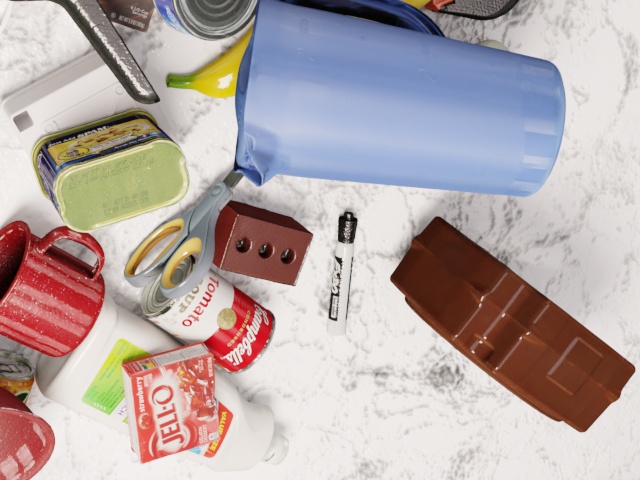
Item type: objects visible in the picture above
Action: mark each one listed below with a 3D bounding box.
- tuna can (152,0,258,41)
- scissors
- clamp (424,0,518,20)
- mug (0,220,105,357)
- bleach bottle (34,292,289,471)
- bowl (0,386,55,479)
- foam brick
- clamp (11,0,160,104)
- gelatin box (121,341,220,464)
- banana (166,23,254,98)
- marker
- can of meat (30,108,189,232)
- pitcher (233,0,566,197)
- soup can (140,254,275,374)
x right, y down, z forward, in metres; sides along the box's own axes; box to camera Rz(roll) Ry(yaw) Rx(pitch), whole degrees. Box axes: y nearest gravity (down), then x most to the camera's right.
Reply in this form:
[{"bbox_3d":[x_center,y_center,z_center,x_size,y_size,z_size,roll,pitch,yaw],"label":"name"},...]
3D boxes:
[{"bbox_3d":[-0.086,-0.198,0.823,0.085,0.034,0.086,-18,120,-33],"label":"tuna can"},{"bbox_3d":[-0.082,-0.025,0.898,0.202,0.096,0.016,-42,130,-1],"label":"scissors"},{"bbox_3d":[0.174,-0.242,0.952,0.171,0.039,0.120,-38,101,-3],"label":"clamp"},{"bbox_3d":[-0.220,0.035,0.854,0.081,0.093,0.117,33,110,-35],"label":"mug"},{"bbox_3d":[-0.124,0.140,0.958,0.250,0.068,0.102,32,95,-33],"label":"bleach bottle"},{"bbox_3d":[-0.288,0.151,0.812,0.162,0.055,0.162,-17,147,-12],"label":"bowl"},{"bbox_3d":[-0.056,0.001,0.939,0.078,0.051,0.053,14,103,-28],"label":"foam brick"},{"bbox_3d":[-0.172,-0.211,0.745,0.209,0.036,0.164,26,95,-21],"label":"clamp"},{"bbox_3d":[-0.125,0.137,0.899,0.073,0.030,0.089,-13,116,-24],"label":"gelatin box"},{"bbox_3d":[-0.044,-0.189,0.880,0.069,0.037,0.198,34,93,-31],"label":"banana"},{"bbox_3d":[0.021,0.031,1.004,0.020,0.020,0.121,-2,110,-23],"label":"marker"},{"bbox_3d":[-0.155,-0.052,0.789,0.102,0.084,0.057,-20,116,-17],"label":"can of meat"},{"bbox_3d":[0.056,-0.111,0.821,0.242,0.145,0.149,8,105,-7],"label":"pitcher"},{"bbox_3d":[-0.098,0.064,0.936,0.102,0.069,0.068,39,91,-30],"label":"soup can"}]
